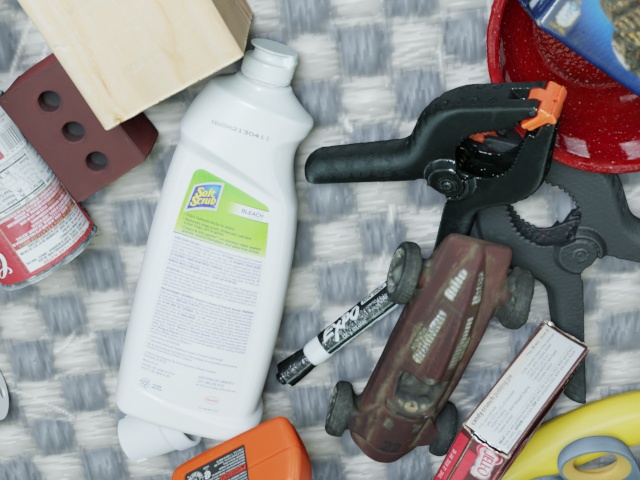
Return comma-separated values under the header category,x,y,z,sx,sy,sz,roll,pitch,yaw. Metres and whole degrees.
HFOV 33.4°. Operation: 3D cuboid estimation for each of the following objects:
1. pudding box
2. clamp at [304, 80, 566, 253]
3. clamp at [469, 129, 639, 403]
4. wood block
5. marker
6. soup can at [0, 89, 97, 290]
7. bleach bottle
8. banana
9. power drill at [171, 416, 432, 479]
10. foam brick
category,x,y,z,sx,sy,sz,roll,pitch,yaw
pudding box,0.119,0.116,0.682,0.039,0.113,0.090,34,140,14
clamp,0.068,-0.046,0.624,0.120,0.039,0.172,28,139,-12
clamp,0.175,-0.002,0.676,0.165,0.036,0.210,-33,110,23
wood block,-0.127,-0.177,0.561,0.090,0.091,0.206,-26,114,12
marker,0.017,0.059,0.716,0.121,0.020,0.020,-39,110,16
soup can,-0.190,-0.030,0.642,0.068,0.068,0.102,-25,113,11
bleach bottle,-0.054,0.001,0.664,0.102,0.068,0.251,15,112,-8
banana,0.193,0.145,0.750,0.198,0.037,0.069,-19,114,8
power drill,0.006,0.183,0.717,0.185,0.057,0.187,-31,136,19
foam brick,-0.142,-0.073,0.632,0.053,0.051,0.078,-31,113,13
